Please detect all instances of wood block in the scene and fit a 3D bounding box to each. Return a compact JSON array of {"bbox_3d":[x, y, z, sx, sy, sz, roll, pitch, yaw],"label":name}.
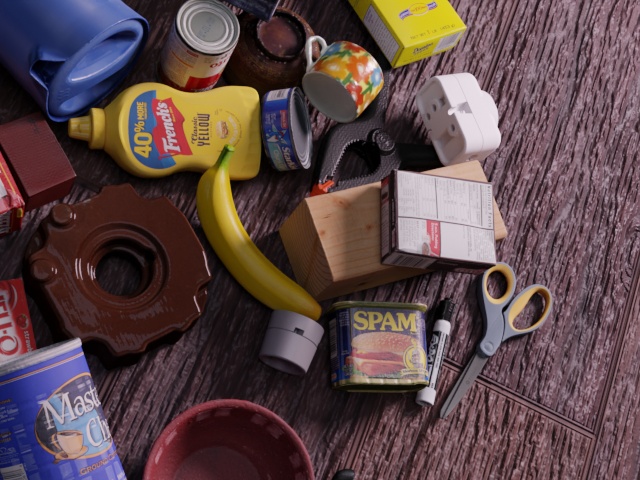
[{"bbox_3d":[0.076,-0.009,1.112,0.205,0.091,0.090,-14,76,-24],"label":"wood block"}]

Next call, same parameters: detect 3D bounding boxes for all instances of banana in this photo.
[{"bbox_3d":[-0.073,0.005,1.070,0.198,0.070,0.037,61,31,-3],"label":"banana"}]

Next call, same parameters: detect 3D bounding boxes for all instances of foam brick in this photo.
[{"bbox_3d":[-0.279,-0.075,1.031,0.052,0.051,0.078,-26,81,-27],"label":"foam brick"}]

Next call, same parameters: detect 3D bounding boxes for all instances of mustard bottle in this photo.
[{"bbox_3d":[-0.158,-0.111,1.082,0.191,0.058,0.096,0,90,-19],"label":"mustard bottle"}]

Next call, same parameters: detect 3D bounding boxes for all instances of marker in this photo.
[{"bbox_3d":[0.122,0.115,1.123,0.020,0.020,0.121,22,65,-11],"label":"marker"}]

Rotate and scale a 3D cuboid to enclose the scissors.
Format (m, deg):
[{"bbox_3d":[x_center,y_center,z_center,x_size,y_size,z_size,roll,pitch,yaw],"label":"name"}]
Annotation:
[{"bbox_3d":[0.171,0.097,1.149,0.201,0.016,0.096,-34,83,-27],"label":"scissors"}]

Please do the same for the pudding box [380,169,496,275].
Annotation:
[{"bbox_3d":[0.117,-0.018,1.057,0.113,0.039,0.090,8,69,-19],"label":"pudding box"}]

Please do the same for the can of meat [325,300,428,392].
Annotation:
[{"bbox_3d":[0.059,0.109,1.082,0.102,0.058,0.084,3,73,-18],"label":"can of meat"}]

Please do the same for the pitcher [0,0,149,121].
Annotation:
[{"bbox_3d":[-0.291,-0.244,1.052,0.243,0.149,0.145,44,73,7],"label":"pitcher"}]

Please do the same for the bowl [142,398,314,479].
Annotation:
[{"bbox_3d":[-0.089,0.231,0.984,0.162,0.055,0.162,7,69,-17],"label":"bowl"}]

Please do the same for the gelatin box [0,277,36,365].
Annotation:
[{"bbox_3d":[-0.302,0.083,0.976,0.073,0.030,0.089,-8,74,-23],"label":"gelatin box"}]

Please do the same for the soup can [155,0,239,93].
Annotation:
[{"bbox_3d":[-0.128,-0.197,1.102,0.068,0.102,0.068,7,68,-18],"label":"soup can"}]

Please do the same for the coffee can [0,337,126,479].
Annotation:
[{"bbox_3d":[-0.234,0.166,0.913,0.102,0.103,0.140,-19,92,-25],"label":"coffee can"}]

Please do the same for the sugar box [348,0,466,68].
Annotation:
[{"bbox_3d":[0.081,-0.288,1.227,0.093,0.048,0.176,-22,72,-27],"label":"sugar box"}]

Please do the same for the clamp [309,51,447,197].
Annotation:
[{"bbox_3d":[0.059,-0.113,1.174,0.209,0.036,0.164,-31,82,-30],"label":"clamp"}]

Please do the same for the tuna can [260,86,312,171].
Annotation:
[{"bbox_3d":[-0.035,-0.116,1.114,0.034,0.086,0.086,-6,69,13],"label":"tuna can"}]
